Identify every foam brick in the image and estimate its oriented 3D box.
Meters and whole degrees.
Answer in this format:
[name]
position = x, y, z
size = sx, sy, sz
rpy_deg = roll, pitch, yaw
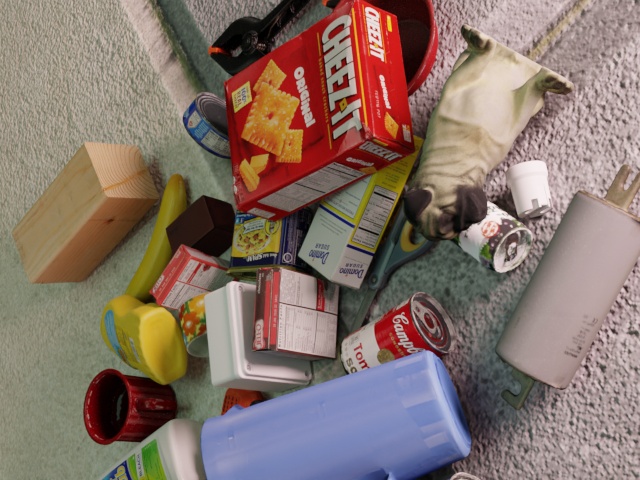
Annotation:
[foam brick]
position = -0.145, -0.011, 1.328
size = 0.078, 0.051, 0.053
rpy_deg = -38, 56, 28

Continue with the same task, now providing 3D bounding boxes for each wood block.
[wood block]
position = -0.320, -0.034, 1.442
size = 0.206, 0.090, 0.090
rpy_deg = -41, 64, 34

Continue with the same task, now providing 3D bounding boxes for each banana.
[banana]
position = -0.216, 0.011, 1.395
size = 0.070, 0.037, 0.198
rpy_deg = 36, 104, 41

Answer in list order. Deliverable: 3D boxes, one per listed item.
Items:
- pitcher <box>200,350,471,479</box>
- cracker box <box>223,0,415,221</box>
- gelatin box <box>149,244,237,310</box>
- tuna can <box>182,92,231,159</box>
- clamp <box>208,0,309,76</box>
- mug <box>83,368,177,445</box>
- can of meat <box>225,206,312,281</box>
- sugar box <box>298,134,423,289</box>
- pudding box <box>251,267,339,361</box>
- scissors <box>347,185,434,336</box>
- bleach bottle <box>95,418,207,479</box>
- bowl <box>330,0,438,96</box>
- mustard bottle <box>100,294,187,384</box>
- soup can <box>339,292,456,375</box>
[pitcher]
position = 0.018, 0.204, 1.025
size = 0.243, 0.145, 0.149
rpy_deg = -22, 89, 10
[cracker box]
position = -0.009, -0.135, 1.144
size = 0.214, 0.072, 0.164
rpy_deg = -25, 63, 40
[gelatin box]
position = -0.151, 0.051, 1.289
size = 0.073, 0.089, 0.030
rpy_deg = -55, 46, 13
[tuna can]
position = -0.128, -0.142, 1.322
size = 0.034, 0.085, 0.086
rpy_deg = -47, 53, 26
[clamp]
position = -0.076, -0.235, 1.331
size = 0.172, 0.039, 0.120
rpy_deg = -13, 66, 45
[mug]
position = -0.226, 0.207, 1.325
size = 0.117, 0.081, 0.093
rpy_deg = -16, 69, 38
[can of meat]
position = -0.058, 0.002, 1.244
size = 0.102, 0.057, 0.084
rpy_deg = -5, 75, 41
[sugar box]
position = 0.042, -0.044, 1.161
size = 0.093, 0.048, 0.176
rpy_deg = 37, 108, 60
[pudding box]
position = -0.026, 0.081, 1.156
size = 0.039, 0.113, 0.090
rpy_deg = -5, 76, 37
[scissors]
position = 0.076, 0.039, 1.139
size = 0.096, 0.016, 0.202
rpy_deg = 10, 86, 48
[bleach bottle]
position = -0.230, 0.318, 1.315
size = 0.251, 0.067, 0.102
rpy_deg = -39, 55, 31
[bowl]
position = 0.074, -0.210, 1.179
size = 0.162, 0.055, 0.162
rpy_deg = -12, 72, 39
[mustard bottle]
position = -0.233, 0.118, 1.349
size = 0.192, 0.058, 0.096
rpy_deg = 9, 121, 59
[soup can]
position = 0.078, 0.106, 1.088
size = 0.102, 0.068, 0.068
rpy_deg = -35, 59, 31
